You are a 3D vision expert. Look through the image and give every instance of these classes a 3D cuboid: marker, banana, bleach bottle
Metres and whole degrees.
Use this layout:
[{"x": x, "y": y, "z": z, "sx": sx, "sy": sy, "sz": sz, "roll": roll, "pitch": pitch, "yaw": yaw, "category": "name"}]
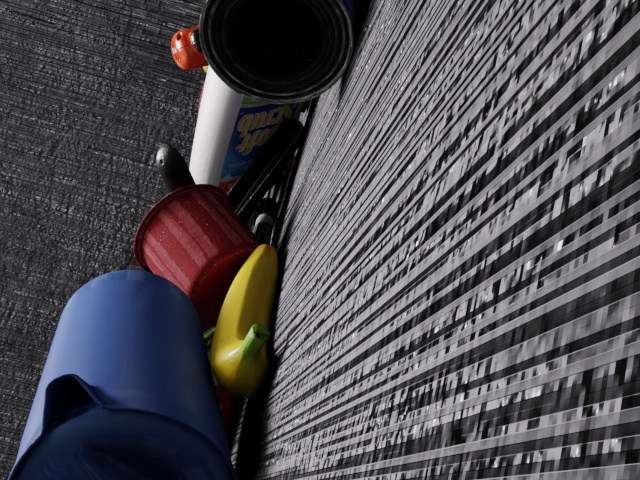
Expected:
[{"x": -0.057, "y": 0.001, "z": 1.015, "sx": 0.121, "sy": 0.020, "sz": 0.020, "roll": -82, "pitch": 9, "yaw": -47, "category": "marker"}, {"x": -0.048, "y": 0.060, "z": 0.731, "sx": 0.070, "sy": 0.037, "sz": 0.198, "roll": -55, "pitch": 12, "yaw": 11, "category": "banana"}, {"x": -0.065, "y": -0.100, "z": 0.976, "sx": 0.068, "sy": 0.102, "sz": 0.251, "roll": 37, "pitch": 121, "yaw": 42, "category": "bleach bottle"}]

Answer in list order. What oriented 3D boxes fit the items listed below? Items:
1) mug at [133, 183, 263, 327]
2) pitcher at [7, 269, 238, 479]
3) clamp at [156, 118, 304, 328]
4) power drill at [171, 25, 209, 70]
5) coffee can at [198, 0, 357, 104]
[{"x": -0.097, "y": 0.024, "z": 0.856, "sx": 0.117, "sy": 0.093, "sz": 0.082, "roll": -52, "pitch": 53, "yaw": 11, "category": "mug"}, {"x": -0.124, "y": 0.121, "z": 0.708, "sx": 0.243, "sy": 0.145, "sz": 0.149, "roll": -111, "pitch": 42, "yaw": -67, "category": "pitcher"}, {"x": -0.101, "y": -0.009, "z": 0.928, "sx": 0.164, "sy": 0.036, "sz": 0.210, "roll": -10, "pitch": -52, "yaw": -51, "category": "clamp"}, {"x": -0.058, "y": -0.248, "z": 1.172, "sx": 0.057, "sy": 0.184, "sz": 0.188, "roll": 67, "pitch": 155, "yaw": 1, "category": "power drill"}, {"x": -0.023, "y": -0.175, "z": 0.749, "sx": 0.140, "sy": 0.102, "sz": 0.103, "roll": -83, "pitch": 10, "yaw": -51, "category": "coffee can"}]
